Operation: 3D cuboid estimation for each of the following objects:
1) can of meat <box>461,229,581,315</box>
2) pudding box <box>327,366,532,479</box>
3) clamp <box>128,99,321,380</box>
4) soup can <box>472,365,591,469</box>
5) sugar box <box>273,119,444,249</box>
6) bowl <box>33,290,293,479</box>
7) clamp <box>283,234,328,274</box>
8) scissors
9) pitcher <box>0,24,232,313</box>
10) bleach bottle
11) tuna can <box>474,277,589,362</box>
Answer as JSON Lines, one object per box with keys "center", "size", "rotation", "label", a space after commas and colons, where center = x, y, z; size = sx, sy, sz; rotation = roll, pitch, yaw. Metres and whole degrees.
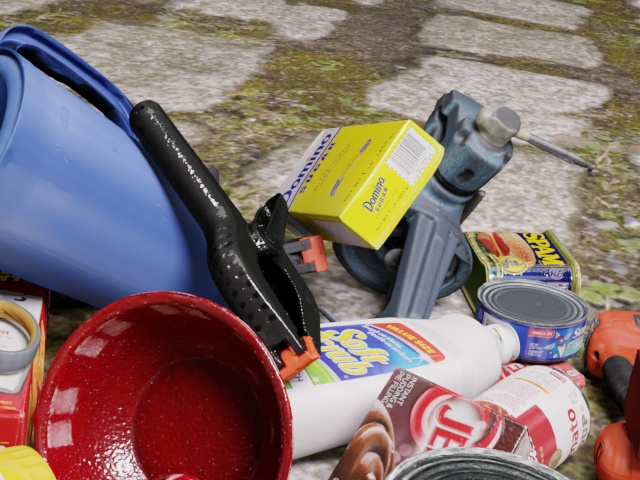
{"center": [0.173, 0.030, 0.950], "size": [0.084, 0.057, 0.102], "rotation": [1, 24, -8], "label": "can of meat"}
{"center": [0.059, 0.141, 0.624], "size": [0.090, 0.039, 0.113], "rotation": [22, 69, 31], "label": "pudding box"}
{"center": [-0.055, 0.001, 0.710], "size": [0.164, 0.036, 0.210], "rotation": [37, 21, -40], "label": "clamp"}
{"center": [0.126, 0.129, 0.704], "size": [0.069, 0.068, 0.102], "rotation": [25, 29, 34], "label": "soup can"}
{"center": [0.021, -0.046, 0.845], "size": [0.048, 0.093, 0.176], "rotation": [40, -11, -21], "label": "sugar box"}
{"center": [-0.083, 0.111, 0.618], "size": [0.162, 0.162, 0.055], "rotation": [17, -1, 20], "label": "bowl"}
{"center": [-0.064, 0.021, 0.862], "size": [0.120, 0.039, 0.172], "rotation": [-22, 5, -32], "label": "clamp"}
{"center": [-0.244, 0.033, 0.702], "size": [0.096, 0.016, 0.202], "rotation": [-5, 26, -31], "label": "scissors"}
{"center": [-0.158, -0.029, 0.747], "size": [0.242, 0.149, 0.145], "rotation": [32, 5, -44], "label": "pitcher"}
{"center": [0.023, 0.091, 0.739], "size": [0.250, 0.068, 0.103], "rotation": [-10, 32, -26], "label": "bleach bottle"}
{"center": [0.162, 0.061, 0.828], "size": [0.086, 0.034, 0.086], "rotation": [5, 21, -2], "label": "tuna can"}
